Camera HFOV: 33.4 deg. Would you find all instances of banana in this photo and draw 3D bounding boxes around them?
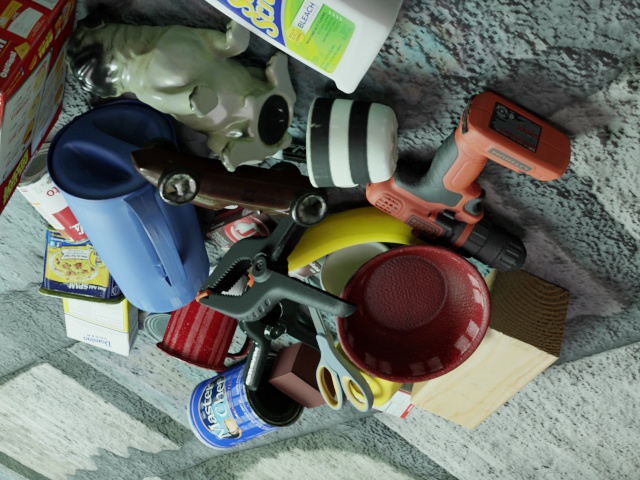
[{"bbox_3d":[0.043,-0.001,1.138,0.198,0.037,0.069,-2,98,13],"label":"banana"}]

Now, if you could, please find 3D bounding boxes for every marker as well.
[{"bbox_3d":[-0.019,-0.088,1.092,0.121,0.020,0.020,11,143,10],"label":"marker"}]

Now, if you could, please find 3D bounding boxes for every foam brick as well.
[{"bbox_3d":[-0.020,0.179,1.412,0.078,0.051,0.053,38,140,-25],"label":"foam brick"}]

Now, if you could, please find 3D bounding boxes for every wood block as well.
[{"bbox_3d":[0.189,0.125,1.220,0.090,0.090,0.206,24,144,-7],"label":"wood block"}]

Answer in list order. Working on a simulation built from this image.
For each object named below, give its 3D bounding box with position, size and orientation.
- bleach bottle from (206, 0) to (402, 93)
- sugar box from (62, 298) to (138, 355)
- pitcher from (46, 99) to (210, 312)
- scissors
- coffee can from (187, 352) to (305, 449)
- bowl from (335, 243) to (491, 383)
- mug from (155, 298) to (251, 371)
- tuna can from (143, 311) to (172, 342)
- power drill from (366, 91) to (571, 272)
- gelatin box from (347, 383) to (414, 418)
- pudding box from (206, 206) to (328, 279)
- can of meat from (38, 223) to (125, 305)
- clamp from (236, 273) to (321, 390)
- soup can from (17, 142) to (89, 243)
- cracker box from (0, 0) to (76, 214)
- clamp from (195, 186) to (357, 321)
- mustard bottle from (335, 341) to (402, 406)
[{"bbox_3d":[-0.061,-0.224,0.899,0.250,0.068,0.103,26,142,-7],"label":"bleach bottle"},{"bbox_3d":[-0.289,0.081,1.404,0.093,0.048,0.176,18,147,3],"label":"sugar box"},{"bbox_3d":[-0.191,-0.019,1.155,0.145,0.149,0.243,7,146,14],"label":"pitcher"},{"bbox_3d":[0.021,0.132,1.295,0.096,0.016,0.202,22,133,36],"label":"scissors"},{"bbox_3d":[-0.102,0.221,1.459,0.102,0.102,0.141,36,140,-23],"label":"coffee can"},{"bbox_3d":[0.093,0.067,1.113,0.162,0.055,0.162,-2,115,-5],"label":"bowl"},{"bbox_3d":[-0.136,0.111,1.328,0.117,0.081,0.093,19,-177,-23],"label":"mug"},{"bbox_3d":[-0.187,0.109,1.407,0.086,0.033,0.086,12,143,9],"label":"tuna can"},{"bbox_3d":[0.158,-0.049,1.035,0.184,0.057,0.188,27,143,-11],"label":"power drill"},{"bbox_3d":[0.084,0.196,1.409,0.089,0.030,0.073,20,145,-3],"label":"gelatin box"},{"bbox_3d":[-0.058,0.002,1.208,0.090,0.039,0.113,-20,130,39],"label":"pudding box"},{"bbox_3d":[-0.284,0.026,1.287,0.102,0.057,0.084,8,101,6],"label":"can of meat"},{"bbox_3d":[-0.066,0.112,1.314,0.039,0.120,0.171,40,163,49],"label":"clamp"},{"bbox_3d":[-0.292,-0.054,1.211,0.069,0.068,0.102,-8,136,31],"label":"soup can"},{"bbox_3d":[-0.304,-0.140,1.023,0.072,0.164,0.214,23,143,-4],"label":"cracker box"},{"bbox_3d":[-0.047,0.037,1.116,0.210,0.164,0.036,-32,145,30],"label":"clamp"},{"bbox_3d":[0.080,0.123,1.284,0.096,0.058,0.192,45,144,11],"label":"mustard bottle"}]
